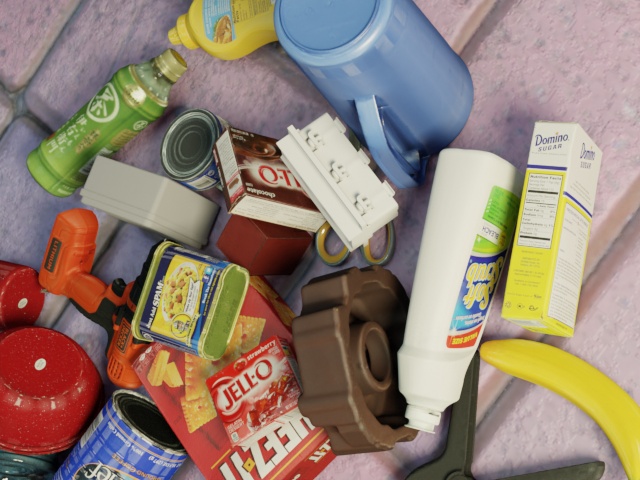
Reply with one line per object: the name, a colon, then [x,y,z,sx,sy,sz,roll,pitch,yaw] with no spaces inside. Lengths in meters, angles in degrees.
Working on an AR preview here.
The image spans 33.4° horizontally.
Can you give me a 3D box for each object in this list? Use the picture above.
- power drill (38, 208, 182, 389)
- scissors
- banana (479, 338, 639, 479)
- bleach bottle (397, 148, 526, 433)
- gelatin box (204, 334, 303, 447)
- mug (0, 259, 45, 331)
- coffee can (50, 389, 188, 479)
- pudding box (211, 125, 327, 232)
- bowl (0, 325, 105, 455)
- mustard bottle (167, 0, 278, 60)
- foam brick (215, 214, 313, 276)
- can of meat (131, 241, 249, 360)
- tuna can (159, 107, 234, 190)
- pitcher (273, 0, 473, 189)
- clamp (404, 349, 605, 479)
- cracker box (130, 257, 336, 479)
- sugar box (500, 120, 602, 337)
power drill: [-0.229,0.043,1.173,0.188,0.057,0.185,40,118,34]
scissors: [0.023,-0.059,1.106,0.096,0.016,0.202,-25,67,22]
banana: [0.225,0.139,0.922,0.069,0.037,0.198,-32,54,-16]
bleach bottle: [0.122,0.049,0.969,0.068,0.102,0.251,8,80,36]
gelatin box: [-0.058,0.143,1.010,0.089,0.030,0.073,-33,65,15]
mug: [-0.384,0.057,1.251,0.082,0.117,0.093,10,56,26]
coffee can: [-0.214,0.242,1.113,0.103,0.102,0.140,41,99,30]
pudding box: [-0.048,-0.061,1.081,0.039,0.113,0.090,-49,45,37]
bowl: [-0.304,0.145,1.136,0.162,0.161,0.055,56,139,27]
mustard bottle: [-0.088,-0.253,1.190,0.192,0.058,0.096,-13,73,26]
foam brick: [-0.057,0.001,1.093,0.053,0.078,0.051,47,116,29]
can of meat: [-0.127,0.061,1.051,0.084,0.057,0.102,15,85,26]
tuna can: [-0.133,-0.099,1.159,0.086,0.033,0.086,-11,69,31]
pitcher: [0.051,-0.158,0.981,0.149,0.242,0.145,40,94,25]
clamp: [0.128,0.213,0.967,0.210,0.036,0.165,-45,59,8]
cracker box: [-0.074,0.150,1.075,0.164,0.072,0.214,-46,61,11]
sugar box: [0.206,-0.009,0.946,0.048,0.093,0.176,4,79,30]
